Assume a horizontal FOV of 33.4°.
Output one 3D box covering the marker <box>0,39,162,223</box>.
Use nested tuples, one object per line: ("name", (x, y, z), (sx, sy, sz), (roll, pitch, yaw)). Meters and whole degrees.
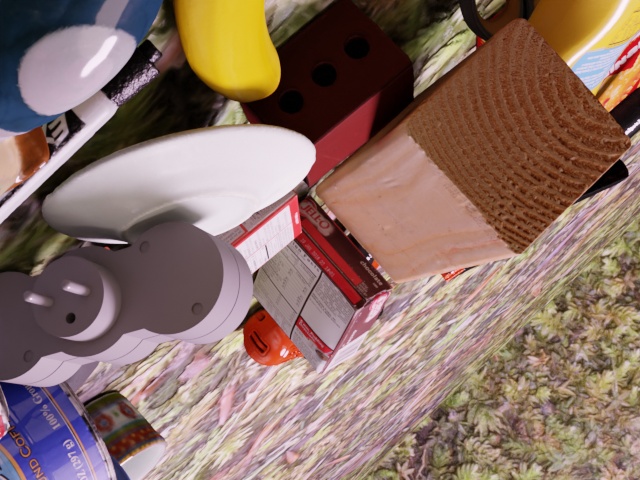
("marker", (-0.112, -0.038, 0.440), (0.121, 0.020, 0.020), (-43, 164, 2))

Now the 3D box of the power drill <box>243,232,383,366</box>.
("power drill", (0.039, 0.024, 0.891), (0.188, 0.057, 0.184), (-51, 162, 30))

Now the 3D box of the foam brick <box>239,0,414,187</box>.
("foam brick", (0.004, -0.076, 0.554), (0.078, 0.053, 0.051), (-41, 164, -6))

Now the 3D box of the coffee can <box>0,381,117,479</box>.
("coffee can", (-0.191, 0.131, 0.545), (0.140, 0.103, 0.103), (-32, 161, -32))

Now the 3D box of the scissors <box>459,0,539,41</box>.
("scissors", (0.121, -0.103, 0.669), (0.096, 0.016, 0.202), (-15, 122, -30))

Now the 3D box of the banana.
("banana", (-0.030, -0.106, 0.425), (0.069, 0.037, 0.198), (-33, 162, -26))

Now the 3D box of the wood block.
("wood block", (0.077, -0.042, 0.628), (0.090, 0.090, 0.206), (-43, -176, -13))

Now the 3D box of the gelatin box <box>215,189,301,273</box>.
("gelatin box", (-0.054, 0.001, 0.661), (0.089, 0.030, 0.073), (-39, 165, -10))

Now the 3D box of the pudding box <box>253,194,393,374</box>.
("pudding box", (-0.003, 0.035, 0.762), (0.039, 0.090, 0.114), (-31, 161, -30))
